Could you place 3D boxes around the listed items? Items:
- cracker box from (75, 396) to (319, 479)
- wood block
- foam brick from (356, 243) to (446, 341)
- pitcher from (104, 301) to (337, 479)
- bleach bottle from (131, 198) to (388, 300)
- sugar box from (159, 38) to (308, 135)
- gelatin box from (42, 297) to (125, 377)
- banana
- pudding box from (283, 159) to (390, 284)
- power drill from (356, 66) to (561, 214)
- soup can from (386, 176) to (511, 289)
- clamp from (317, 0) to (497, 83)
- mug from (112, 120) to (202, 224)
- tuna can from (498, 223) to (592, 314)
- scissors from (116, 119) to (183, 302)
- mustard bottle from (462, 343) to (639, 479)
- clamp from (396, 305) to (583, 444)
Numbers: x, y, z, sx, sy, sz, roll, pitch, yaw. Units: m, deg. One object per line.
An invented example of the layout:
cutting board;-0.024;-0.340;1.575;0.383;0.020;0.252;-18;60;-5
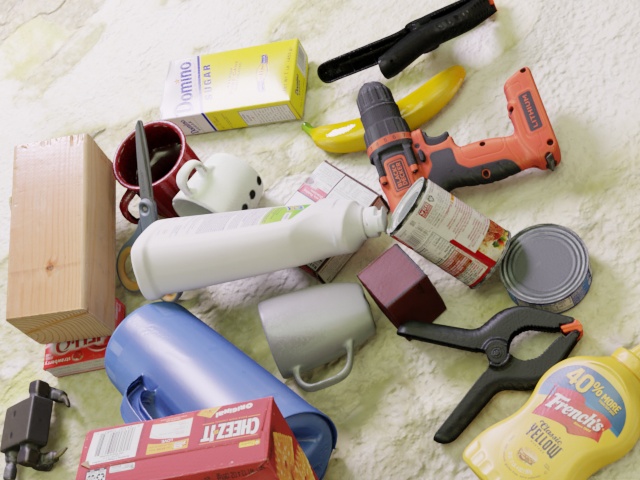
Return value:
cracker box;-0.079;0.232;0.876;0.164;0.213;0.072;-13;39;14
wood block;-0.281;-0.002;1.170;0.091;0.090;0.206;-8;66;10
foam brick;0.081;0.051;1.046;0.053;0.078;0.051;-40;53;-3
pitcher;-0.113;0.159;1.026;0.145;0.149;0.243;-40;48;-17
bleach bottle;-0.057;0.001;1.079;0.251;0.068;0.102;-8;21;16
sugar box;-0.104;-0.182;1.278;0.176;0.048;0.093;-5;61;20
gelatin box;-0.262;0.108;1.191;0.089;0.030;0.073;-12;58;17
banana;0.070;-0.138;1.182;0.198;0.037;0.069;-18;59;14
pudding box;0.005;-0.020;1.143;0.090;0.039;0.113;35;82;32
power drill;0.141;-0.109;1.105;0.188;0.057;0.184;-22;73;13
soup can;0.124;-0.007;1.036;0.102;0.069;0.068;32;74;-8
clamp;0.112;-0.223;1.170;0.209;0.036;0.165;-28;18;-12
mug;-0.185;-0.068;1.226;0.093;0.081;0.117;25;74;32
tuna can;0.217;0.028;1.026;0.086;0.033;0.086;-11;59;18
scissors;-0.203;-0.025;1.179;0.096;0.016;0.202;-13;98;31
mustard bottle;0.224;0.159;0.934;0.191;0.058;0.096;-42;56;-4
clamp;0.157;0.102;1.001;0.171;0.039;0.120;-28;76;3
